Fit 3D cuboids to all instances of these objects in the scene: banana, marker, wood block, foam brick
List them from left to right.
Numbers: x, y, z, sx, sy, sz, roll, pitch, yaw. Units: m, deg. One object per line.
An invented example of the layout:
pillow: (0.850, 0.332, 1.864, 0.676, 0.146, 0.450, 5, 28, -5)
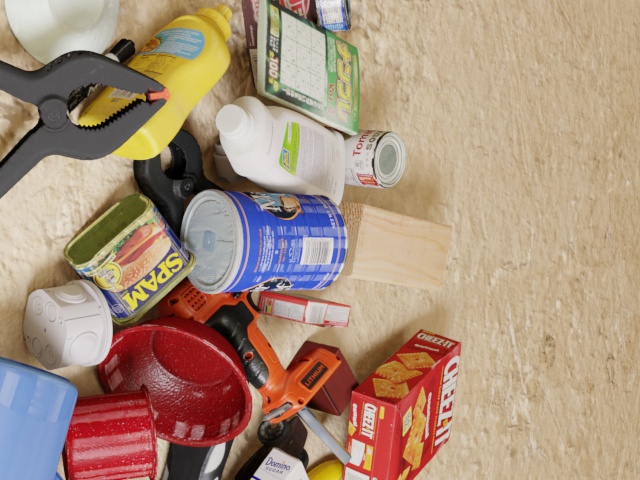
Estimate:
marker: (-0.214, -0.151, 1.000, 0.121, 0.020, 0.020, -52, 134, -33)
banana: (-0.028, 0.337, 1.325, 0.197, 0.037, 0.069, -52, 152, -31)
foam brick: (0.003, 0.169, 1.314, 0.051, 0.053, 0.078, -54, 136, -30)
wood block: (0.070, 0.006, 1.336, 0.205, 0.091, 0.090, 11, 89, -53)

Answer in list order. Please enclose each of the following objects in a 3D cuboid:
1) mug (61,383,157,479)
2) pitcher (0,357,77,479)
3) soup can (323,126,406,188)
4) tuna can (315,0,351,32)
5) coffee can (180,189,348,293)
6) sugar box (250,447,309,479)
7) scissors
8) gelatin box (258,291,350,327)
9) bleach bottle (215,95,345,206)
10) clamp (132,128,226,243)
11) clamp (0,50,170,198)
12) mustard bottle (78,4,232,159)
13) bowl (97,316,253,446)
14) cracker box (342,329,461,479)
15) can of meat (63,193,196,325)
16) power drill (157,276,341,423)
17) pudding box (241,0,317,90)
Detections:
mug: (-0.205, 0.191, 1.019, 0.081, 0.117, 0.093, -4, 67, -18)
pitcher: (-0.283, 0.225, 0.898, 0.149, 0.145, 0.243, 73, 32, -73)
soup can: (0.042, -0.099, 1.270, 0.068, 0.102, 0.068, -14, 108, -50)
tuna can: (0.014, -0.282, 1.221, 0.086, 0.034, 0.086, -5, 90, -83)
coffee can: (-0.057, 0.001, 1.088, 0.140, 0.103, 0.103, 0, 97, -40)
sugar box: (-0.076, 0.322, 1.165, 0.176, 0.048, 0.093, -54, 149, -28)
scissors: (-0.034, 0.192, 1.287, 0.016, 0.096, 0.201, -42, 102, -6)
gelatin box: (-0.018, 0.081, 1.252, 0.089, 0.073, 0.030, 12, 89, -53)
bleach bottle: (-0.044, -0.101, 1.128, 0.250, 0.068, 0.102, 28, 61, -67)
clamp: (-0.138, -0.059, 1.099, 0.120, 0.039, 0.171, -41, 131, -40)
clamp: (-0.233, -0.099, 0.908, 0.209, 0.036, 0.164, -6, 109, -19)
mustard bottle: (-0.142, -0.162, 1.026, 0.191, 0.096, 0.058, -56, 137, -29)
bowl: (-0.137, 0.129, 1.058, 0.055, 0.162, 0.162, -67, 145, -50)
cracker box: (0.110, 0.235, 1.406, 0.213, 0.072, 0.164, -30, 131, -55)
can of meat: (-0.184, 0.016, 1.027, 0.102, 0.058, 0.084, -43, 128, -15)
power drill: (-0.065, 0.086, 1.146, 0.187, 0.057, 0.184, 49, 45, -4)
pudding box: (-0.042, -0.229, 1.189, 0.089, 0.039, 0.113, -25, 116, -47)
